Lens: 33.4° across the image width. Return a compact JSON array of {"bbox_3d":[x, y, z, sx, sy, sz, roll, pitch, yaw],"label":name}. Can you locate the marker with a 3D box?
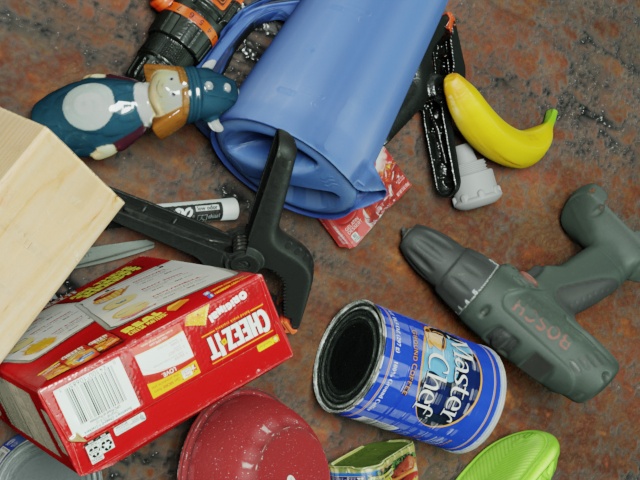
[{"bbox_3d":[-0.125,-0.022,0.878,0.120,0.020,0.020,-6,93,-30],"label":"marker"}]

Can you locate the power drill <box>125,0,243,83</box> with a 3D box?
[{"bbox_3d":[-0.148,-0.224,0.845,0.187,0.057,0.184,40,71,-26],"label":"power drill"}]

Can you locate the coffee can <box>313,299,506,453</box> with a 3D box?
[{"bbox_3d":[0.079,0.122,0.949,0.140,0.103,0.103,23,79,-28],"label":"coffee can"}]

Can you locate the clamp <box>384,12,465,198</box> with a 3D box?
[{"bbox_3d":[0.105,-0.127,0.991,0.120,0.039,0.171,41,60,-40],"label":"clamp"}]

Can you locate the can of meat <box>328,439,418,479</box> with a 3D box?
[{"bbox_3d":[0.051,0.228,0.944,0.101,0.058,0.084,-10,92,-61],"label":"can of meat"}]

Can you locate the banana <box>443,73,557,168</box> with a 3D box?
[{"bbox_3d":[0.172,-0.107,1.020,0.197,0.037,0.069,8,73,-51],"label":"banana"}]

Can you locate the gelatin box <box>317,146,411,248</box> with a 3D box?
[{"bbox_3d":[0.030,-0.049,0.962,0.089,0.030,0.073,-46,111,-22],"label":"gelatin box"}]

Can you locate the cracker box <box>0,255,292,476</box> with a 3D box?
[{"bbox_3d":[-0.144,0.079,0.755,0.164,0.214,0.072,-28,106,-27],"label":"cracker box"}]

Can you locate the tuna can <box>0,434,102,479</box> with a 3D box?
[{"bbox_3d":[-0.213,0.189,0.819,0.086,0.034,0.086,0,90,-30],"label":"tuna can"}]

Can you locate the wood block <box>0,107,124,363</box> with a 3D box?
[{"bbox_3d":[-0.240,0.021,0.703,0.206,0.091,0.090,-54,137,-14],"label":"wood block"}]

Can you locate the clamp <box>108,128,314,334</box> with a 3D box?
[{"bbox_3d":[-0.056,0.001,0.858,0.209,0.165,0.036,51,27,-39],"label":"clamp"}]

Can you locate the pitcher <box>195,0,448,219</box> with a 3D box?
[{"bbox_3d":[0.009,-0.153,0.898,0.149,0.145,0.242,42,64,-32],"label":"pitcher"}]

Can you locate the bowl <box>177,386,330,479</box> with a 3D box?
[{"bbox_3d":[-0.041,0.200,0.877,0.161,0.055,0.162,14,71,-47],"label":"bowl"}]
